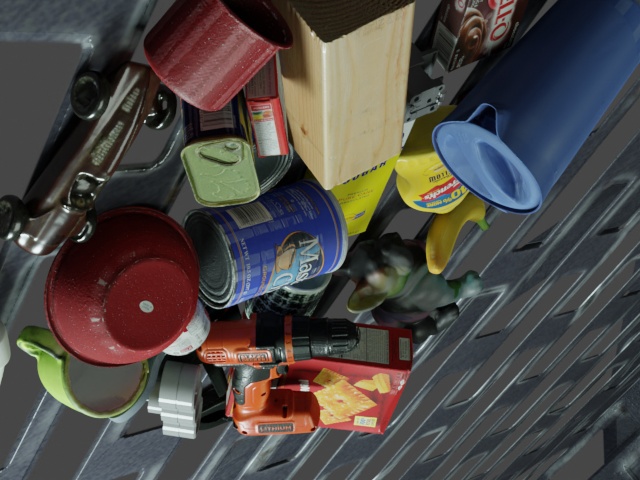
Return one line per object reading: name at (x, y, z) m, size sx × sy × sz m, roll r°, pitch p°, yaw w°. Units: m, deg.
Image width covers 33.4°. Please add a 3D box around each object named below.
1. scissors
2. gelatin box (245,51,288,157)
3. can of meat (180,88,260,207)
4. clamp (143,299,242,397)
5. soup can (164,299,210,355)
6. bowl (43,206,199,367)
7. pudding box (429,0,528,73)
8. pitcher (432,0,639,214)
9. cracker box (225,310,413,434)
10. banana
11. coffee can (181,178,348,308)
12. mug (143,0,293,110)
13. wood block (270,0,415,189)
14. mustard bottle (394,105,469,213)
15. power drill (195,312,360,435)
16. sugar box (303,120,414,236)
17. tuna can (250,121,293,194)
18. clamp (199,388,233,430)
scissors at (-0.186, 0.111, 1.193) m, size 0.201 × 0.096 × 0.016 m, roll -59°, pitch 135°, yaw -22°
gelatin box at (-0.047, -0.127, 0.899) m, size 0.030 × 0.089 × 0.073 m, roll -7°, pitch 146°, yaw 1°
can of meat at (-0.086, -0.091, 0.907) m, size 0.057 × 0.084 × 0.102 m, roll -8°, pitch 152°, yaw 1°
clamp at (-0.142, 0.130, 1.267) m, size 0.164 × 0.036 × 0.210 m, roll 2°, pitch 134°, yaw -44°
soup can at (-0.159, 0.074, 1.123) m, size 0.068 × 0.068 × 0.102 m, roll -33°, pitch 154°, yaw -7°
bowl at (-0.172, 0.052, 0.999) m, size 0.161 × 0.055 × 0.162 m, roll -12°, pitch 113°, yaw -32°
pudding box at (0.160, -0.228, 1.047) m, size 0.089 × 0.039 × 0.114 m, roll -24°, pitch 152°, yaw -26°
pitcher at (0.239, -0.149, 1.120) m, size 0.242 × 0.145 × 0.149 m, roll -49°, pitch -166°, yaw -17°
cracker box at (-0.005, 0.171, 1.352) m, size 0.213 × 0.072 × 0.164 m, roll 7°, pitch 141°, yaw -8°
banana at (0.174, -0.020, 1.353) m, size 0.037 × 0.069 × 0.197 m, roll -23°, pitch -175°, yaw 34°
coffee can at (-0.057, 0.001, 1.088) m, size 0.140 × 0.103 × 0.103 m, roll -18°, pitch 148°, yaw -34°
mug at (-0.080, -0.159, 0.830) m, size 0.082 × 0.093 × 0.117 m, roll -43°, pitch -170°, yaw 23°
wood block at (0.018, -0.150, 0.943) m, size 0.090 × 0.091 × 0.206 m, roll -28°, pitch 153°, yaw -15°
mustard bottle at (0.134, -0.080, 1.236) m, size 0.096 × 0.058 × 0.191 m, roll -26°, pitch 154°, yaw 0°
power drill at (-0.043, 0.153, 1.233) m, size 0.184 × 0.057 × 0.188 m, roll -1°, pitch 138°, yaw 4°
sugar box at (0.030, -0.070, 1.142) m, size 0.093 × 0.048 × 0.176 m, roll -18°, pitch 150°, yaw -33°
tuna can at (-0.071, -0.077, 1.021) m, size 0.086 × 0.034 × 0.086 m, roll -28°, pitch 153°, yaw -16°
clamp at (-0.124, 0.230, 1.459) m, size 0.171 × 0.039 × 0.120 m, roll -8°, pitch 138°, yaw -35°
